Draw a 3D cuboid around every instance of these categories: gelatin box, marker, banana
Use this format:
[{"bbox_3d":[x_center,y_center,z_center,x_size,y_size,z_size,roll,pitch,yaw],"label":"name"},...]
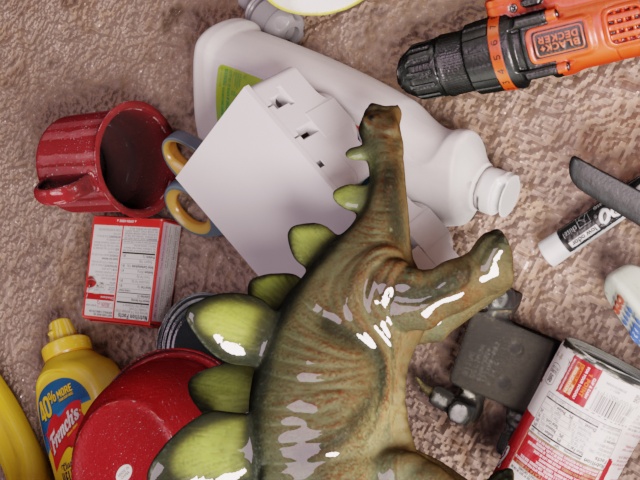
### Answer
[{"bbox_3d":[-0.155,0.026,0.875,0.073,0.030,0.089,3,85,30],"label":"gelatin box"},{"bbox_3d":[0.193,-0.024,0.677,0.121,0.020,0.020,-37,66,22],"label":"marker"},{"bbox_3d":[-0.260,0.167,0.897,0.037,0.069,0.198,-28,44,-13],"label":"banana"}]

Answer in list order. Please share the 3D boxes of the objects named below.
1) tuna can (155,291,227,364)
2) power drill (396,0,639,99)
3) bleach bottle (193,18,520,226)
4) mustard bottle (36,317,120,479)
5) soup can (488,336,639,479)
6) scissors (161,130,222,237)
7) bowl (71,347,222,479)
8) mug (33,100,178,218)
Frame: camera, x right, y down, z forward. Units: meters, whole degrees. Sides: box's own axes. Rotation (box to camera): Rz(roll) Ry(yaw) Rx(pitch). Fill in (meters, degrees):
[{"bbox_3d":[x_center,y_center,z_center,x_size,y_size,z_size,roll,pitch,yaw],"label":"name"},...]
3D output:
[{"bbox_3d":[-0.083,0.083,0.821,0.086,0.033,0.086,-5,80,31],"label":"tuna can"},{"bbox_3d":[0.119,-0.192,0.690,0.185,0.057,0.187,-10,103,25],"label":"power drill"},{"bbox_3d":[0.023,-0.078,0.751,0.251,0.067,0.102,23,126,30],"label":"bleach bottle"},{"bbox_3d":[-0.186,0.152,0.858,0.096,0.058,0.192,-38,64,40],"label":"mustard bottle"},{"bbox_3d":[0.156,0.119,0.651,0.069,0.068,0.102,30,98,31],"label":"soup can"},{"bbox_3d":[-0.055,0.001,0.820,0.202,0.016,0.096,48,143,7],"label":"scissors"},{"bbox_3d":[-0.115,0.152,0.718,0.162,0.055,0.162,-4,82,31],"label":"bowl"},{"bbox_3d":[-0.181,-0.058,0.858,0.082,0.117,0.093,-1,120,36],"label":"mug"}]
